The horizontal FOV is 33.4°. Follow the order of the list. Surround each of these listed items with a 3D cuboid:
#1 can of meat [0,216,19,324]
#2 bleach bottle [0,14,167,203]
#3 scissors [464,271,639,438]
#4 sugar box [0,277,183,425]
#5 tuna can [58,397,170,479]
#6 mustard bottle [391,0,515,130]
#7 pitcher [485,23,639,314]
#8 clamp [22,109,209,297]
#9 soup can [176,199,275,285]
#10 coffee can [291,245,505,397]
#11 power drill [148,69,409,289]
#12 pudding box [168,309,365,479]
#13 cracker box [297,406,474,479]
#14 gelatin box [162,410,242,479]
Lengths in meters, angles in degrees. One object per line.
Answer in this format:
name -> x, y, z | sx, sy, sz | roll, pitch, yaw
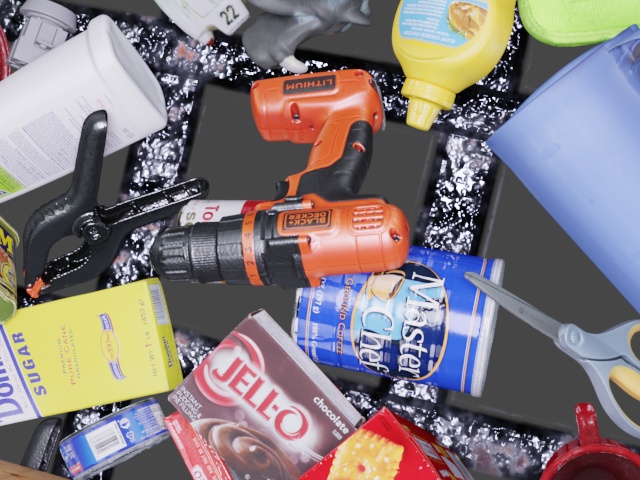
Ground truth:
can of meat -> -0.286, 0.013, 0.851 | 0.057, 0.102, 0.084 | -26, 46, 9
bleach bottle -> -0.255, -0.083, 0.865 | 0.251, 0.102, 0.068 | -24, 49, 10
scissors -> 0.191, 0.061, 0.765 | 0.201, 0.016, 0.096 | 45, 59, -12
sugar box -> -0.208, 0.094, 0.876 | 0.176, 0.048, 0.093 | -14, 86, 9
tuna can -> -0.162, 0.157, 0.845 | 0.086, 0.086, 0.034 | -28, 81, 9
mustard bottle -> 0.104, -0.177, 0.810 | 0.096, 0.058, 0.191 | 21, 93, 39
pitcher -> 0.244, -0.026, 0.743 | 0.145, 0.149, 0.243 | -39, 85, 11
clamp -> -0.187, -0.025, 0.853 | 0.171, 0.039, 0.120 | -38, 122, 8
soup can -> -0.055, 0.001, 0.838 | 0.102, 0.068, 0.068 | 1, 88, 12
coffee can -> 0.059, 0.053, 0.796 | 0.140, 0.102, 0.103 | 10, 90, 12
power drill -> -0.025, -0.044, 0.787 | 0.184, 0.057, 0.187 | -3, 47, 10
pudding box -> -0.038, 0.119, 0.760 | 0.113, 0.039, 0.090 | 46, 105, 4
cracker box -> 0.004, 0.218, 0.763 | 0.214, 0.164, 0.072 | -40, 65, 5
gelatin box -> -0.082, 0.159, 0.827 | 0.030, 0.089, 0.073 | -29, 83, 9
